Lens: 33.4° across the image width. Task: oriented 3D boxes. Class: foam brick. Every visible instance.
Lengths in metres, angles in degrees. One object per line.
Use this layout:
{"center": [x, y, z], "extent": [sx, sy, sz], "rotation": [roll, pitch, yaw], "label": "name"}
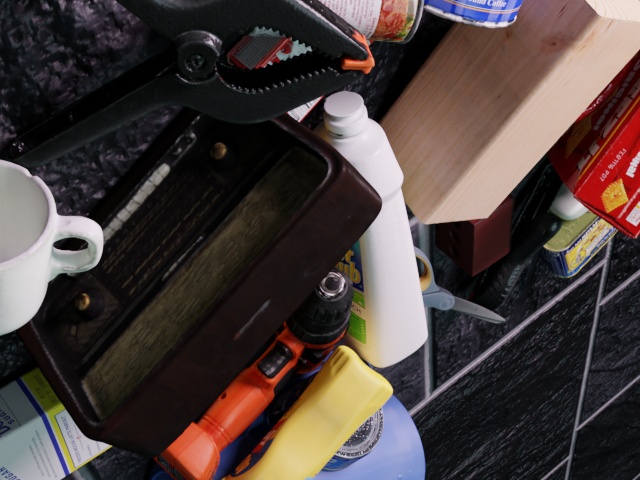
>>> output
{"center": [0.142, -0.016, 0.990], "extent": [0.051, 0.053, 0.078], "rotation": [-34, 144, -20], "label": "foam brick"}

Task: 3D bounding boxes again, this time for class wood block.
{"center": [0.137, -0.115, 0.799], "extent": [0.090, 0.090, 0.206], "rotation": [-6, 143, -46], "label": "wood block"}

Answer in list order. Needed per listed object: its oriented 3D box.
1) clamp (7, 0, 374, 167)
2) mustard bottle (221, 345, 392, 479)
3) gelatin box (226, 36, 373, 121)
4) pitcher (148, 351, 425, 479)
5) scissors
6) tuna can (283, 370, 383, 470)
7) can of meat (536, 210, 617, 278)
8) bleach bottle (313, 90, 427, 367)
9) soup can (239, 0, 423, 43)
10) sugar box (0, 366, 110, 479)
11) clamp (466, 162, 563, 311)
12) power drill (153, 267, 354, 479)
{"center": [-0.074, -0.114, 0.581], "extent": [0.210, 0.036, 0.165], "rotation": [-5, 133, -8], "label": "clamp"}
{"center": [-0.024, 0.172, 0.850], "extent": [0.191, 0.058, 0.096], "rotation": [-49, 178, -2], "label": "mustard bottle"}
{"center": [-0.011, -0.129, 0.712], "extent": [0.089, 0.030, 0.073], "rotation": [-47, 149, 0], "label": "gelatin box"}
{"center": [-0.033, 0.209, 0.976], "extent": [0.242, 0.149, 0.145], "rotation": [-10, 147, -39], "label": "pitcher"}
{"center": [0.100, 0.067, 1.027], "extent": [0.096, 0.016, 0.201], "rotation": [-42, 135, 7], "label": "scissors"}
{"center": [0.012, 0.156, 0.938], "extent": [0.085, 0.086, 0.034], "rotation": [-18, 164, -37], "label": "tuna can"}
{"center": [0.270, -0.017, 1.132], "extent": [0.102, 0.057, 0.084], "rotation": [-44, 150, -4], "label": "can of meat"}
{"center": [0.029, -0.013, 0.838], "extent": [0.068, 0.103, 0.251], "rotation": [-31, 138, -18], "label": "bleach bottle"}
{"center": [0.003, -0.153, 0.635], "extent": [0.102, 0.068, 0.068], "rotation": [-1, 131, -15], "label": "soup can"}
{"center": [-0.179, 0.122, 0.773], "extent": [0.176, 0.048, 0.093], "rotation": [-29, 146, -22], "label": "sugar box"}
{"center": [0.198, 0.002, 1.068], "extent": [0.172, 0.039, 0.120], "rotation": [-59, 178, 43], "label": "clamp"}
{"center": [-0.049, 0.110, 0.834], "extent": [0.187, 0.057, 0.184], "rotation": [-44, 169, -21], "label": "power drill"}
